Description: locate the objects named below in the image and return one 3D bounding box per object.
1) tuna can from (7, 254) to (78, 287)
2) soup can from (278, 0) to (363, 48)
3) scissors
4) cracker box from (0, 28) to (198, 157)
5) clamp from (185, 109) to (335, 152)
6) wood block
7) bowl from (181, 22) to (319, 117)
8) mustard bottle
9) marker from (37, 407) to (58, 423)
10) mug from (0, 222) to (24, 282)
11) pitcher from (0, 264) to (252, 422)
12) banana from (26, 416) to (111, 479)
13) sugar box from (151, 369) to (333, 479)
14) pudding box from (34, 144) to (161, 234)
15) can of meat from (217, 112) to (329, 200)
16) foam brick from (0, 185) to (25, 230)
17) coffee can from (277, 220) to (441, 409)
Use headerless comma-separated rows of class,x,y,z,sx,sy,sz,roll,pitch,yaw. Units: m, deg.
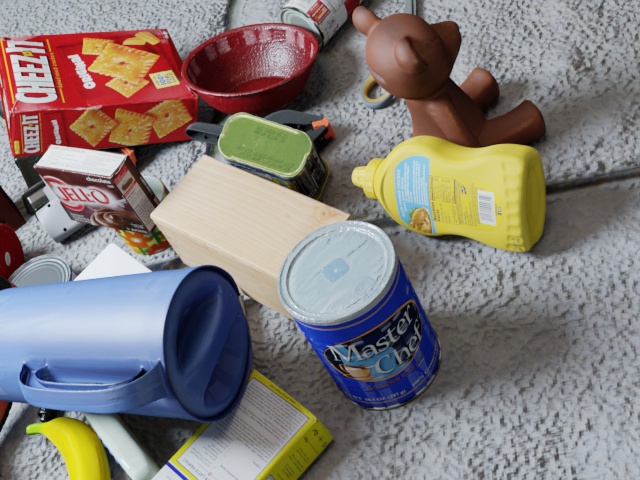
tuna can,-0.302,0.059,1.160,0.086,0.033,0.086,-14,47,15
soup can,0.006,-0.287,1.282,0.069,0.068,0.102,23,65,38
scissors,0.082,-0.216,1.219,0.096,0.016,0.202,-20,46,10
cracker box,-0.266,-0.181,1.263,0.213,0.072,0.164,-7,42,-19
clamp,-0.073,-0.107,1.181,0.171,0.039,0.120,-23,64,2
wood block,-0.056,0.001,1.049,0.206,0.090,0.090,24,65,38
bowl,-0.076,-0.189,1.233,0.162,0.055,0.162,-8,38,6
mustard bottle,0.113,-0.049,1.005,0.192,0.096,0.058,10,33,34
marker,-0.259,0.131,1.087,0.020,0.020,0.121,-2,52,25
mug,-0.388,0.029,1.184,0.081,0.093,0.117,-7,25,15
pitcher,-0.196,0.096,0.946,0.243,0.149,0.145,-4,66,28
banana,-0.221,0.228,0.977,0.070,0.037,0.198,-42,43,12
sugar box,-0.081,0.204,0.918,0.176,0.048,0.093,-48,46,-13
pudding box,-0.228,-0.053,1.105,0.114,0.090,0.039,7,56,31
can of meat,-0.049,-0.084,1.099,0.102,0.084,0.057,19,79,15
foam brick,-0.397,-0.044,1.265,0.053,0.078,0.051,-36,44,-7
coffee can,0.036,0.066,0.912,0.103,0.140,0.103,-14,47,15
